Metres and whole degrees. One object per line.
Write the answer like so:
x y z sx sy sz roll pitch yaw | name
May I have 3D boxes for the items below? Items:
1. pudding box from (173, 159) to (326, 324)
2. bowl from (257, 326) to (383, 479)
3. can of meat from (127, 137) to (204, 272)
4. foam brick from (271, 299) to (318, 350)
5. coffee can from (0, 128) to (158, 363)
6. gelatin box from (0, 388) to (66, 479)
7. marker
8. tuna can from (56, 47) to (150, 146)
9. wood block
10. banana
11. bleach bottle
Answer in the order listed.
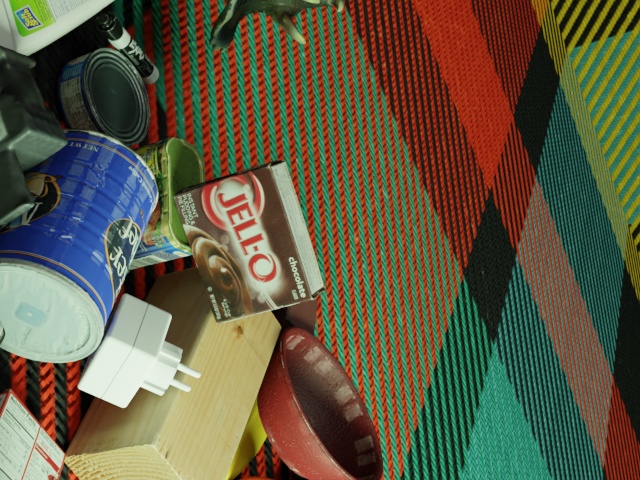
-0.056 0.001 0.847 0.039 0.090 0.113 -33 106 -64 | pudding box
-0.009 0.161 0.965 0.162 0.055 0.162 52 16 -22 | bowl
-0.144 -0.029 0.890 0.057 0.084 0.102 26 56 -57 | can of meat
-0.050 0.073 1.033 0.051 0.078 0.053 50 38 -45 | foam brick
-0.186 0.003 0.773 0.102 0.103 0.140 56 33 -35 | coffee can
-0.212 0.157 0.720 0.089 0.030 0.073 -84 151 -51 | gelatin box
-0.169 -0.168 0.935 0.121 0.020 0.020 55 28 -73 | marker
-0.184 -0.118 0.909 0.086 0.034 0.086 36 47 -52 | tuna can
-0.114 0.121 0.874 0.090 0.090 0.206 59 32 -29 | wood block
-0.083 0.178 0.964 0.069 0.037 0.197 67 31 -21 | banana
-0.234 -0.197 0.820 0.102 0.068 0.250 64 32 -20 | bleach bottle
